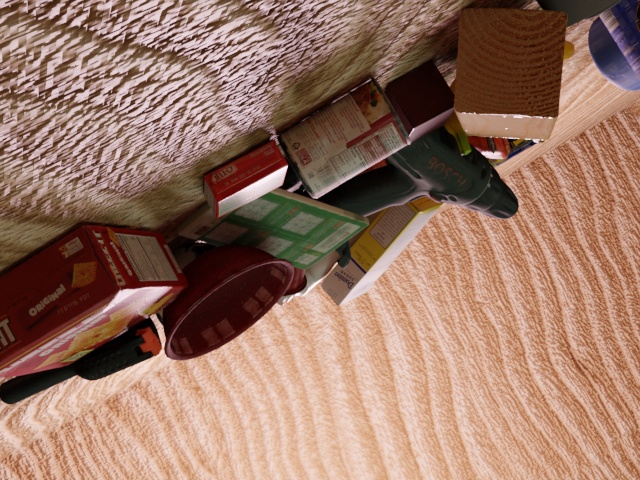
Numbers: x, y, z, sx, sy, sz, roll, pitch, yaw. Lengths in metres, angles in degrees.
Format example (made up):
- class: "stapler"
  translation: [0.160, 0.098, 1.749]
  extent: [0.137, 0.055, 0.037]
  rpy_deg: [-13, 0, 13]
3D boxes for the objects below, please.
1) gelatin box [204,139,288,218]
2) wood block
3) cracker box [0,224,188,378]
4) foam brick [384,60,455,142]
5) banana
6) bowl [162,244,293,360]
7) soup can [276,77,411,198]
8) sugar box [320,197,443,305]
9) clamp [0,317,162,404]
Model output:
- class: "gelatin box"
  translation: [-0.070, -0.056, 0.983]
  extent: [0.073, 0.030, 0.089]
  rpy_deg: [-28, 174, -9]
- class: "wood block"
  translation: [0.175, -0.149, 0.989]
  extent: [0.090, 0.091, 0.206]
  rpy_deg: [4, -179, 10]
- class: "cracker box"
  translation: [-0.225, 0.059, 0.960]
  extent: [0.164, 0.072, 0.213]
  rpy_deg: [-31, 175, 7]
- class: "foam brick"
  translation: [0.095, -0.134, 1.053]
  extent: [0.053, 0.051, 0.078]
  rpy_deg: [-29, 175, -7]
- class: "banana"
  translation: [0.190, -0.171, 1.146]
  extent: [0.197, 0.069, 0.037]
  rpy_deg: [-43, -179, -20]
- class: "bowl"
  translation: [-0.108, 0.054, 1.115]
  extent: [0.162, 0.055, 0.162]
  rpy_deg: [-33, 159, -14]
- class: "soup can"
  translation: [0.021, -0.090, 0.954]
  extent: [0.102, 0.068, 0.068]
  rpy_deg: [-31, 175, 4]
- class: "sugar box"
  translation: [0.080, 0.004, 1.391]
  extent: [0.176, 0.048, 0.093]
  rpy_deg: [-48, 167, 26]
- class: "clamp"
  translation: [-0.227, 0.108, 1.121]
  extent: [0.210, 0.036, 0.164]
  rpy_deg: [-16, -158, 41]
